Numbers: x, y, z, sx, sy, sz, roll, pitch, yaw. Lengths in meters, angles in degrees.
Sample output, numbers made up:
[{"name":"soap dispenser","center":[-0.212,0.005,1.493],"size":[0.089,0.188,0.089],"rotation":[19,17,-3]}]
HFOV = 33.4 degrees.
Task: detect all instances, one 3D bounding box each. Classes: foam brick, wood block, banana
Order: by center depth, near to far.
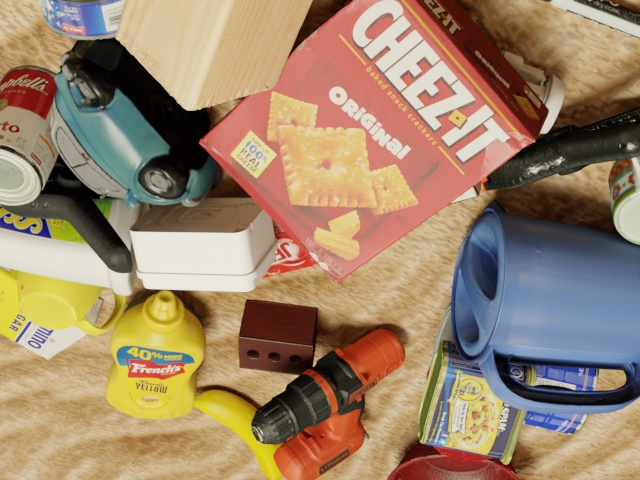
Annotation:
[{"name":"wood block","center":[-0.052,-0.199,0.705],"size":[0.090,0.090,0.206],"rotation":[46,132,20]},{"name":"foam brick","center":[-0.044,0.100,1.094],"size":[0.078,0.051,0.053],"rotation":[6,137,4]},{"name":"banana","center":[-0.084,0.226,1.252],"size":[0.070,0.037,0.197],"rotation":[-5,137,40]}]

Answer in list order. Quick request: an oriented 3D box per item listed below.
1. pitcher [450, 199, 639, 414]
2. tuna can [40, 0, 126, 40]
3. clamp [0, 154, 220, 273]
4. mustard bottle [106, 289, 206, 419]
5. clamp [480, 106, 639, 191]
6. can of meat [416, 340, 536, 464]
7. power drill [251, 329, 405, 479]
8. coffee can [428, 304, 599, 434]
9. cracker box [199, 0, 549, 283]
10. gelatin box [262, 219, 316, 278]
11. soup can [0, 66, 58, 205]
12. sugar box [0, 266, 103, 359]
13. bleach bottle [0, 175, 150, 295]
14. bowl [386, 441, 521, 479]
[{"name":"pitcher","center":[0.243,0.062,0.924],"size":[0.242,0.145,0.149],"rotation":[8,105,-10]},{"name":"tuna can","center":[-0.163,-0.185,0.782],"size":[0.086,0.086,0.034],"rotation":[3,136,7]},{"name":"clamp","center":[-0.203,-0.047,0.932],"size":[0.210,0.164,0.036],"rotation":[19,126,23]},{"name":"mustard bottle","center":[-0.168,0.113,1.100],"size":[0.096,0.058,0.192],"rotation":[10,139,-7]},{"name":"clamp","center":[0.206,-0.076,0.848],"size":[0.172,0.120,0.039],"rotation":[-11,96,46]},{"name":"can of meat","center":[0.139,0.144,0.965],"size":[0.084,0.057,0.102],"rotation":[11,114,-2]},{"name":"power drill","center":[-0.001,0.187,1.112],"size":[0.184,0.057,0.188],"rotation":[-28,154,-27]},{"name":"coffee can","center":[0.186,0.125,1.043],"size":[0.140,0.102,0.103],"rotation":[12,137,-4]},{"name":"cracker box","center":[0.037,-0.087,0.817],"size":[0.164,0.072,0.214],"rotation":[47,123,-9]},{"name":"gelatin box","center":[-0.056,0.001,1.005],"size":[0.089,0.030,0.073],"rotation":[-13,133,23]},{"name":"soup can","center":[-0.250,-0.087,0.891],"size":[0.068,0.102,0.068],"rotation":[5,138,5]},{"name":"sugar box","center":[-0.323,0.052,1.095],"size":[0.176,0.048,0.093],"rotation":[37,131,-26]},{"name":"bleach bottle","center":[-0.288,-0.016,0.973],"size":[0.251,0.102,0.068],"rotation":[7,144,1]},{"name":"bowl","center":[0.158,0.269,1.238],"size":[0.162,0.055,0.162],"rotation":[5,138,5]}]
